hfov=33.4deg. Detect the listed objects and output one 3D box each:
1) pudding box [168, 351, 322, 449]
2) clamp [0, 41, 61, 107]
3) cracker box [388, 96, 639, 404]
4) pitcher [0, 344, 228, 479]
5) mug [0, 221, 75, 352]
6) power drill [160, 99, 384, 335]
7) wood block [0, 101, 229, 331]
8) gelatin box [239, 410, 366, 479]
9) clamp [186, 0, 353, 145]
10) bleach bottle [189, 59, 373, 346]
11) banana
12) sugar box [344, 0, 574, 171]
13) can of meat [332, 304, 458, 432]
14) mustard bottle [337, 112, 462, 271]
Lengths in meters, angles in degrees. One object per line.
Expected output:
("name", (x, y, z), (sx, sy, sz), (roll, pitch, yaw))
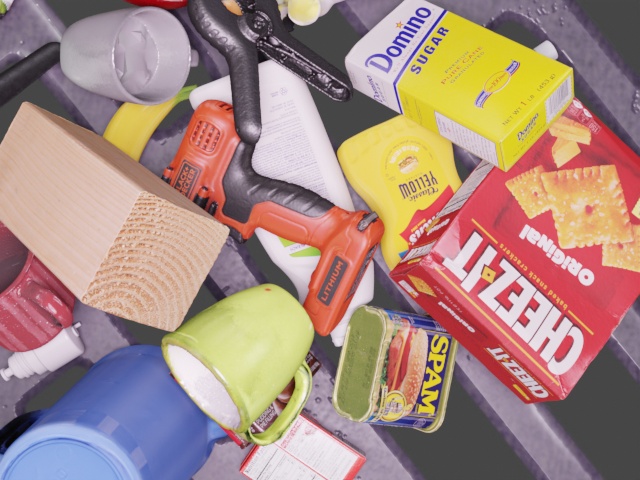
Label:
("pudding box", (-0.061, 0.109, 0.904), (0.090, 0.113, 0.039), (46, 125, 0))
("clamp", (-0.291, -0.081, 0.894), (0.209, 0.036, 0.164), (-12, 93, -41))
("cracker box", (0.188, 0.002, 0.887), (0.164, 0.072, 0.213), (43, 69, -6))
("pitcher", (-0.174, 0.168, 0.836), (0.149, 0.242, 0.145), (-44, 90, 6))
("mug", (-0.252, 0.044, 0.899), (0.117, 0.081, 0.093), (16, 63, 33))
("power drill", (-0.056, 0.001, 0.883), (0.188, 0.057, 0.185), (29, 113, 8))
("wood block", (-0.174, -0.022, 0.826), (0.090, 0.206, 0.091), (24, 96, -44))
("gelatin box", (-0.016, 0.195, 0.941), (0.089, 0.030, 0.073), (34, 90, 1))
("clamp", (-0.047, -0.164, 0.865), (0.120, 0.039, 0.171), (-18, 81, -41))
("bleach bottle", (-0.024, -0.027, 0.931), (0.102, 0.068, 0.251), (-20, 92, 6))
("banana", (-0.168, -0.054, 0.943), (0.069, 0.037, 0.198), (17, 89, 2))
("sugar box", (0.113, -0.136, 0.888), (0.176, 0.048, 0.093), (34, 70, 32))
("can of meat", (0.063, 0.108, 0.910), (0.083, 0.058, 0.102), (12, 88, -37))
("mustard bottle", (0.095, -0.015, 0.931), (0.096, 0.058, 0.191), (-24, 89, -8))
